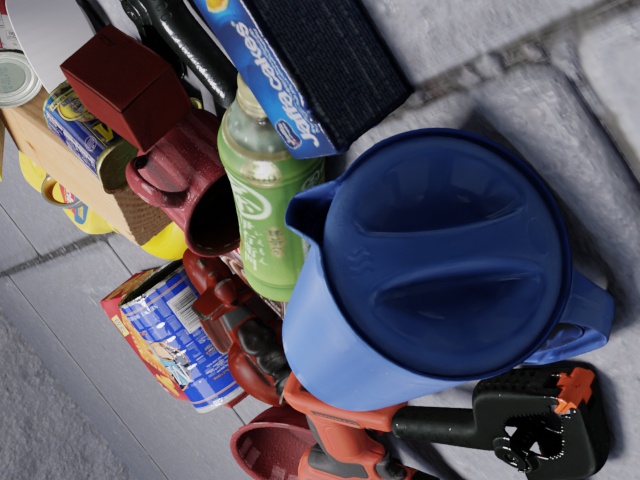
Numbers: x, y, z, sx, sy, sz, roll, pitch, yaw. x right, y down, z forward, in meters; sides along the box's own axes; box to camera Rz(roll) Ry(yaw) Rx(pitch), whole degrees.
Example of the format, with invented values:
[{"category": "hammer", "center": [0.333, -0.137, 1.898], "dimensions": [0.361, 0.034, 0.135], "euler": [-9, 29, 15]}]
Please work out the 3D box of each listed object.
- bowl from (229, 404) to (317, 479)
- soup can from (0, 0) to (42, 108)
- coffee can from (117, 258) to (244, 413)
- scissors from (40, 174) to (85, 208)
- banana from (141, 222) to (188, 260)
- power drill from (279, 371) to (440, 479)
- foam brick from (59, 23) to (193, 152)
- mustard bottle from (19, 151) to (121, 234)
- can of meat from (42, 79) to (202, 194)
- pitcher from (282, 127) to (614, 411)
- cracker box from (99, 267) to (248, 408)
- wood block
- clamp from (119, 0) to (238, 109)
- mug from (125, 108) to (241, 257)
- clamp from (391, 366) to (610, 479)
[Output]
[{"category": "bowl", "center": [-0.007, 0.208, 1.073], "dimensions": [0.162, 0.055, 0.162], "euler": [14, 142, 11]}, {"category": "soup can", "center": [-0.288, -0.176, 0.951], "dimensions": [0.068, 0.068, 0.102], "euler": [82, 167, -54]}, {"category": "coffee can", "center": [-0.127, 0.093, 1.106], "dimensions": [0.140, 0.102, 0.103], "euler": [55, 159, -11]}, {"category": "scissors", "center": [-0.193, -0.078, 1.034], "dimensions": [0.202, 0.096, 0.016], "euler": [-9, 165, 30]}, {"category": "banana", "center": [-0.157, -0.013, 1.092], "dimensions": [0.198, 0.037, 0.069], "euler": [-14, 84, 64]}, {"category": "power drill", "center": [0.052, 0.180, 0.907], "dimensions": [0.185, 0.057, 0.187], "euler": [10, 139, 25]}, {"category": "foam brick", "center": [-0.142, -0.112, 0.783], "dimensions": [0.078, 0.053, 0.051], "euler": [37, 163, 32]}, {"category": "mustard bottle", "center": [-0.241, -0.062, 1.110], "dimensions": [0.192, 0.058, 0.096], "euler": [38, 121, 33]}, {"category": "can of meat", "center": [-0.159, -0.100, 0.858], "dimensions": [0.084, 0.102, 0.057], "euler": [44, 158, 23]}, {"category": "pitcher", "center": [0.055, 0.040, 0.646], "dimensions": [0.149, 0.145, 0.243], "euler": [60, 164, 9]}, {"category": "cracker box", "center": [-0.166, 0.114, 1.261], "dimensions": [0.164, 0.072, 0.214], "euler": [54, 158, -11]}, {"category": "wood block", "center": [-0.204, -0.094, 0.971], "dimensions": [0.206, 0.090, 0.091], "euler": [34, 155, 35]}, {"category": "clamp", "center": [-0.122, -0.167, 0.761], "dimensions": [0.120, 0.039, 0.171], "euler": [7, 133, 56]}, {"category": "mug", "center": [-0.096, -0.047, 0.811], "dimensions": [0.082, 0.117, 0.093], "euler": [44, 124, 30]}, {"category": "clamp", "center": [0.129, 0.132, 0.727], "dimensions": [0.165, 0.036, 0.210], "euler": [29, 150, 14]}]
